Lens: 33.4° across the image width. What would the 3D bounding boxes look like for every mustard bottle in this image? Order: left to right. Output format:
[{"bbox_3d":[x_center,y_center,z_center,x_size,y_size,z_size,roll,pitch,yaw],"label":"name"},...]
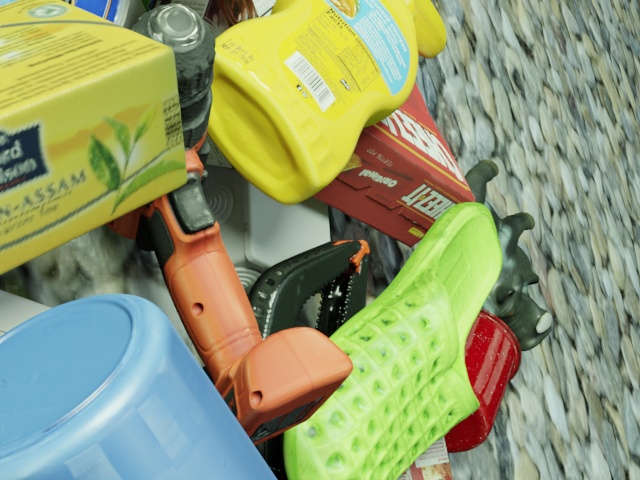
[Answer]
[{"bbox_3d":[0.007,-0.106,0.618,0.096,0.058,0.191,50,45,-9],"label":"mustard bottle"}]

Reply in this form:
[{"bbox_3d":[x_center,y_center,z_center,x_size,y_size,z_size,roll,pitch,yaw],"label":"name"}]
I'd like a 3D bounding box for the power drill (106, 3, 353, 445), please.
[{"bbox_3d":[-0.053,0.001,0.524,0.057,0.185,0.188,-20,72,-22],"label":"power drill"}]

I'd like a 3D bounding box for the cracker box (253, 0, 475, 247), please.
[{"bbox_3d":[0.012,-0.117,0.767,0.164,0.072,0.214,24,36,-52],"label":"cracker box"}]

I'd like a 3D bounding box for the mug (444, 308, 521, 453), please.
[{"bbox_3d":[0.091,0.102,0.825,0.117,0.093,0.081,33,43,-2],"label":"mug"}]

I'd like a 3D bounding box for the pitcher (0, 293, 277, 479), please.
[{"bbox_3d":[-0.065,0.152,0.453,0.145,0.149,0.242,-33,119,-13],"label":"pitcher"}]

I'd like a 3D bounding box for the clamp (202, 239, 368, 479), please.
[{"bbox_3d":[-0.021,0.089,0.642,0.209,0.036,0.164,-54,126,-33],"label":"clamp"}]
